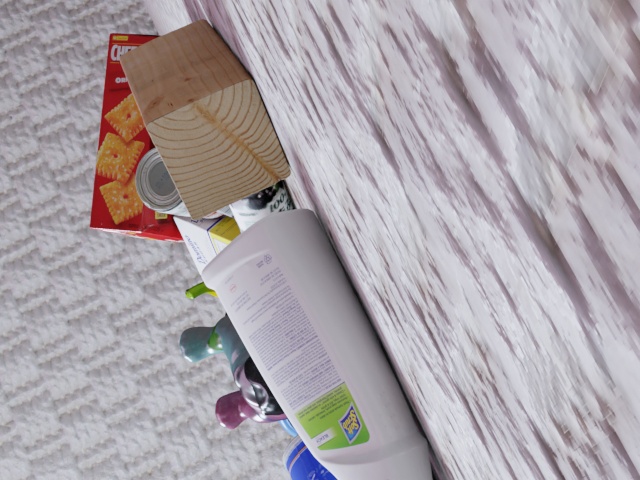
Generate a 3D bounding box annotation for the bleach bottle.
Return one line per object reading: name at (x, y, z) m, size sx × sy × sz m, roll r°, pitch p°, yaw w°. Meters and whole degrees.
bleach bottle at (0.007, 0.107, 0.774) m, size 0.103 × 0.067 × 0.251 m, roll -40°, pitch 71°, yaw 41°

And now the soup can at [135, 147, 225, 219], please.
soup can at (-0.135, -0.059, 1.098) m, size 0.102 × 0.069 × 0.068 m, roll 6°, pitch -125°, yaw -64°

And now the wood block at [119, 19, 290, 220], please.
wood block at (-0.103, -0.110, 0.908) m, size 0.206 × 0.090 × 0.091 m, roll -124°, pitch 10°, yaw -62°

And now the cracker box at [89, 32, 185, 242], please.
cracker box at (-0.186, -0.109, 1.207) m, size 0.164 × 0.072 × 0.214 m, roll 17°, pitch -101°, yaw -75°

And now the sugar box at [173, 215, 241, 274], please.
sugar box at (-0.078, 0.018, 1.152) m, size 0.176 × 0.048 × 0.093 m, roll 25°, pitch 145°, yaw 43°
